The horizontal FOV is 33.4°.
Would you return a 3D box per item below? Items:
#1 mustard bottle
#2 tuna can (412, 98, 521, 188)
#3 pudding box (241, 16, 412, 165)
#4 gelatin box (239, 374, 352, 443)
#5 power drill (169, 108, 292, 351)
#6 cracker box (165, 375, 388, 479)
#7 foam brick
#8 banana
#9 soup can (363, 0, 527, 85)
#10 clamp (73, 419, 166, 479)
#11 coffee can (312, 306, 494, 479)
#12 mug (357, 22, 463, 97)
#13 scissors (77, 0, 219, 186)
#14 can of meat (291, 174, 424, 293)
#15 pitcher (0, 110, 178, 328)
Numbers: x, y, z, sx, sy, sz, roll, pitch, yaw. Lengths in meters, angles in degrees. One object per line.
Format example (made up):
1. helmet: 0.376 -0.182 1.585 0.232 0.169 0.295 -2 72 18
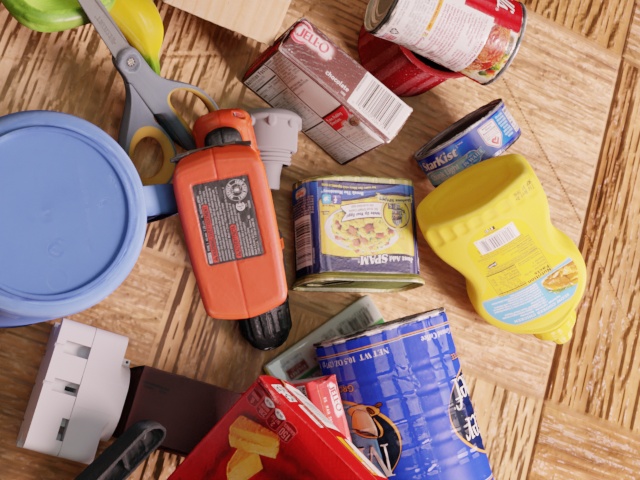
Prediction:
1. mustard bottle: 0.160 0.022 0.862 0.096 0.058 0.191 -30 126 12
2. tuna can: 0.120 -0.078 0.871 0.086 0.086 0.034 -38 98 -23
3. pudding box: 0.003 -0.113 0.826 0.113 0.090 0.039 40 70 -12
4. gelatin box: -0.017 0.139 0.776 0.030 0.089 0.073 -12 86 -42
5. power drill: -0.055 0.001 0.730 0.057 0.187 0.184 -14 97 -2
6. cracker box: -0.045 0.219 0.682 0.164 0.072 0.214 43 92 25
7. foam brick: -0.104 0.125 0.764 0.078 0.051 0.053 21 73 -18
8. banana: -0.193 -0.187 0.787 0.197 0.037 0.069 25 72 -17
9. soup can: 0.092 -0.165 0.792 0.102 0.069 0.068 20 74 -18
10. clamp: -0.163 0.197 0.679 0.039 0.171 0.120 47 20 -48
11. coffee can: 0.062 0.130 0.786 0.102 0.103 0.140 -14 86 -24
12. mug: 0.092 -0.168 0.876 0.117 0.082 0.093 -14 87 -23
13. scissors: -0.143 -0.108 0.756 0.096 0.016 0.201 -56 135 -5
14. can of meat: 0.027 -0.004 0.837 0.102 0.058 0.084 2 78 -23
15. pitcher: -0.172 -0.012 0.653 0.145 0.243 0.149 38 76 -16
